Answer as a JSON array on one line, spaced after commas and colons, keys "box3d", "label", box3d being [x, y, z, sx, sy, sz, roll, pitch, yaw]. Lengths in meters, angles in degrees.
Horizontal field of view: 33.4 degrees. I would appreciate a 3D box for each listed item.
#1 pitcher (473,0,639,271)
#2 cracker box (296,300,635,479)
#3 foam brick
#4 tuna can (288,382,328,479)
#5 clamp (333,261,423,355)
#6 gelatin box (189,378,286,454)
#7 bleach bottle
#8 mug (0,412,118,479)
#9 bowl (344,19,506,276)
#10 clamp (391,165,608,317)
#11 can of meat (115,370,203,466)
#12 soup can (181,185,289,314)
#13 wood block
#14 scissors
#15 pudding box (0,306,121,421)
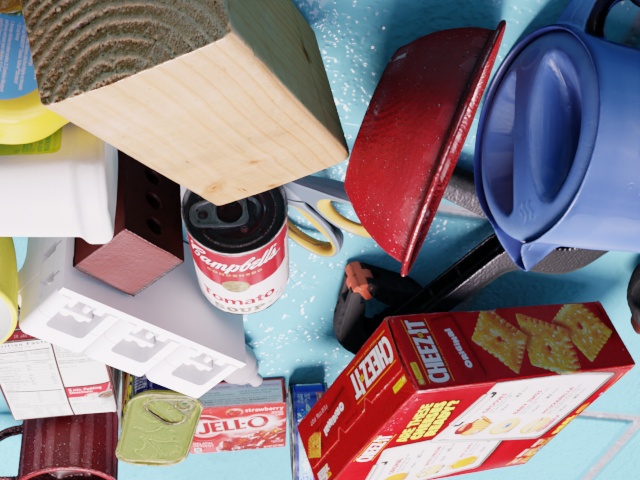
[{"box3d": [0.233, -0.060, 0.675, 0.242, 0.145, 0.149, 7, 149, -21], "label": "pitcher"}, {"box3d": [0.111, 0.121, 0.834, 0.213, 0.072, 0.164, -1, 143, -32], "label": "cracker box"}, {"box3d": [-0.126, -0.013, 0.700, 0.051, 0.078, 0.052, -34, 135, 27], "label": "foam brick"}, {"box3d": [-0.009, 0.165, 0.916, 0.033, 0.086, 0.086, -2, 139, -4], "label": "tuna can"}, {"box3d": [0.069, 0.074, 0.860, 0.120, 0.039, 0.171, -26, 137, -5], "label": "clamp"}, {"box3d": [-0.075, 0.155, 0.936, 0.089, 0.030, 0.073, -3, 139, -5], "label": "gelatin box"}, {"box3d": [-0.249, -0.041, 0.629, 0.250, 0.102, 0.068, -3, 129, -5], "label": "bleach bottle"}, {"box3d": [-0.225, 0.181, 0.905, 0.117, 0.081, 0.093, -2, 139, -7], "label": "mug"}, {"box3d": [0.056, -0.063, 0.636, 0.055, 0.162, 0.162, 22, 137, 7], "label": "bowl"}, {"box3d": [0.137, -0.018, 0.760, 0.210, 0.036, 0.164, -15, 128, 1], "label": "clamp"}, {"box3d": [-0.128, 0.116, 0.842, 0.057, 0.084, 0.102, 6, 138, -15], "label": "can of meat"}, {"box3d": [-0.055, 0.001, 0.718, 0.068, 0.068, 0.102, -5, 154, -3], "label": "soup can"}, {"box3d": [-0.060, -0.092, 0.544, 0.090, 0.091, 0.206, -18, 165, 12], "label": "wood block"}, {"box3d": [-0.024, -0.049, 0.701, 0.096, 0.016, 0.201, -1, 145, 31], "label": "scissors"}, {"box3d": [-0.210, 0.096, 0.843, 0.090, 0.039, 0.113, -4, 137, -3], "label": "pudding box"}]
